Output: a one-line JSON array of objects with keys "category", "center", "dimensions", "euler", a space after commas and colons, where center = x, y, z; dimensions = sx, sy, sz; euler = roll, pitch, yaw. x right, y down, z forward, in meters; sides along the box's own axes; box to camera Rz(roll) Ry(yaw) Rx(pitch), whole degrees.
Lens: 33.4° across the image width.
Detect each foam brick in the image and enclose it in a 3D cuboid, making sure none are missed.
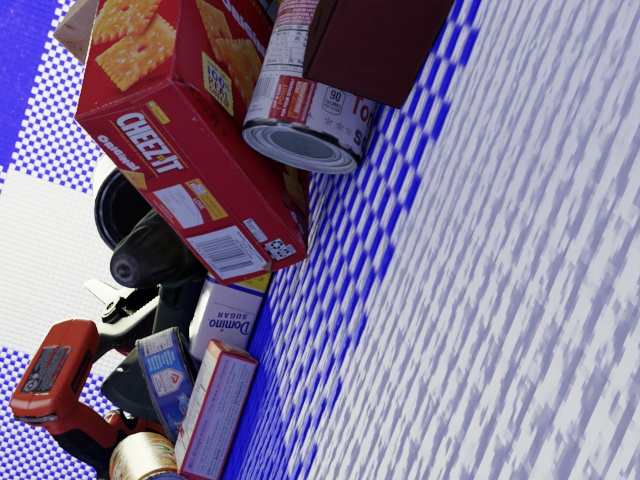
[{"category": "foam brick", "center": [0.029, -0.112, 0.504], "dimensions": [0.053, 0.051, 0.078], "euler": [-83, 15, -50]}]

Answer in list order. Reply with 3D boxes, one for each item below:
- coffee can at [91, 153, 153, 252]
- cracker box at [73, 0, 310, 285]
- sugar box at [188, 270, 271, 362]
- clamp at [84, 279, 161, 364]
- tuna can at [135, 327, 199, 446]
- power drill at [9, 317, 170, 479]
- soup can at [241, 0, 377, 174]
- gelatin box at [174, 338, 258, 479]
[{"category": "coffee can", "center": [-0.172, -0.043, 1.051], "dimensions": [0.140, 0.102, 0.103], "euler": [-133, 61, -72]}, {"category": "cracker box", "center": [-0.066, -0.106, 0.665], "dimensions": [0.164, 0.072, 0.213], "euler": [53, -152, -44]}, {"category": "sugar box", "center": [-0.056, 0.001, 0.806], "dimensions": [0.093, 0.048, 0.176], "euler": [-114, 44, -77]}, {"category": "clamp", "center": [-0.206, 0.074, 1.107], "dimensions": [0.210, 0.036, 0.164], "euler": [-27, 33, 31]}, {"category": "tuna can", "center": [-0.108, 0.109, 0.805], "dimensions": [0.086, 0.033, 0.086], "euler": [160, 89, -86]}, {"category": "power drill", "center": [-0.196, 0.159, 1.004], "dimensions": [0.187, 0.057, 0.184], "euler": [59, -144, -37]}, {"category": "soup can", "center": [0.002, -0.095, 0.579], "dimensions": [0.069, 0.068, 0.102], "euler": [143, 144, -75]}, {"category": "gelatin box", "center": [-0.072, 0.116, 0.729], "dimensions": [0.073, 0.030, 0.089], "euler": [-178, 106, -79]}]
